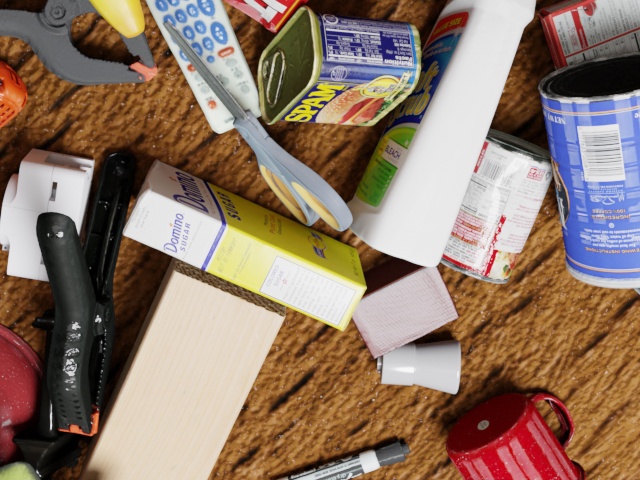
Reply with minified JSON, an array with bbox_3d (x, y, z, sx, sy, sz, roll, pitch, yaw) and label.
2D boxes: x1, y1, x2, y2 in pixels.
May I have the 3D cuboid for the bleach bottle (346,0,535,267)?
[{"bbox_3d":[0.096,-0.112,0.779,0.068,0.103,0.251,19,100,-16],"label":"bleach bottle"}]

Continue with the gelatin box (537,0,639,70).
[{"bbox_3d":[0.216,-0.152,0.797,0.089,0.030,0.073,-21,109,4],"label":"gelatin box"}]

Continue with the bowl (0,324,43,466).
[{"bbox_3d":[-0.298,0.141,0.854,0.162,0.055,0.162,-1,108,-3],"label":"bowl"}]

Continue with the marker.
[{"bbox_3d":[0.018,0.195,0.906,0.121,0.020,0.020,-19,108,3],"label":"marker"}]

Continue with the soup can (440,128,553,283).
[{"bbox_3d":[0.131,-0.027,0.813,0.068,0.068,0.102,18,106,-9],"label":"soup can"}]

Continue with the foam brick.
[{"bbox_3d":[0.063,0.047,0.842,0.078,0.053,0.051,-27,107,7],"label":"foam brick"}]

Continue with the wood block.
[{"bbox_3d":[-0.109,0.114,0.836,0.090,0.090,0.206,23,106,-10],"label":"wood block"}]

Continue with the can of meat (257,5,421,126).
[{"bbox_3d":[0.012,-0.119,0.753,0.083,0.102,0.057,0,74,-24],"label":"can of meat"}]

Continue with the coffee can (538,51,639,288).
[{"bbox_3d":[0.215,-0.051,0.754,0.103,0.103,0.140,-14,111,1],"label":"coffee can"}]

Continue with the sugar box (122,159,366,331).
[{"bbox_3d":[-0.055,0.001,0.800,0.176,0.093,0.048,26,104,-11],"label":"sugar box"}]

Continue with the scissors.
[{"bbox_3d":[-0.036,-0.070,0.754,0.016,0.096,0.201,-48,139,-14],"label":"scissors"}]

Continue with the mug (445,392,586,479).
[{"bbox_3d":[0.164,0.173,0.877,0.117,0.093,0.081,-39,103,-23],"label":"mug"}]

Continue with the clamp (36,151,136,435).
[{"bbox_3d":[-0.172,0.049,0.766,0.036,0.164,0.210,9,103,4],"label":"clamp"}]

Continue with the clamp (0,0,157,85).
[{"bbox_3d":[-0.199,-0.160,0.768,0.171,0.039,0.120,43,99,-11],"label":"clamp"}]
